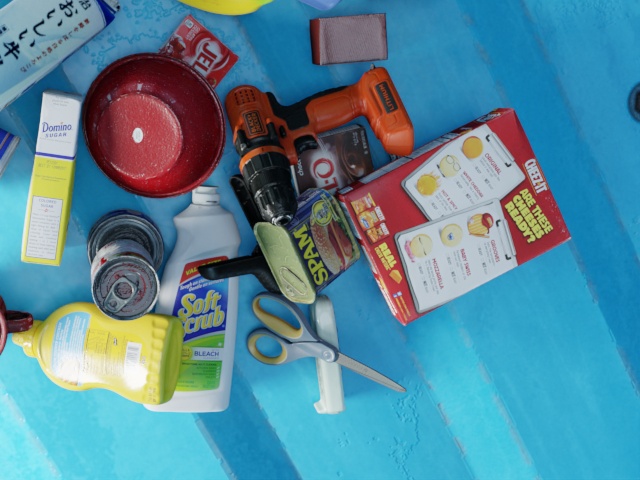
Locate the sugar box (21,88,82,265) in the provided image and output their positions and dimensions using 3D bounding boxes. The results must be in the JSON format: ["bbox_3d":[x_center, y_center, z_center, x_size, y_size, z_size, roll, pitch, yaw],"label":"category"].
[{"bbox_3d":[-0.282,-0.069,1.126,0.048,0.093,0.176,10,99,-14],"label":"sugar box"}]

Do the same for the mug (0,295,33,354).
[{"bbox_3d":[-0.368,0.088,1.143,0.117,0.081,0.093,-5,101,-11],"label":"mug"}]

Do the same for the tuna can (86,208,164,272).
[{"bbox_3d":[-0.216,0.009,1.185,0.086,0.034,0.086,-2,101,-11],"label":"tuna can"}]

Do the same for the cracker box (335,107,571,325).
[{"bbox_3d":[0.145,-0.029,1.191,0.213,0.072,0.164,-28,102,-4],"label":"cracker box"}]

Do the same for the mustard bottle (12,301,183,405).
[{"bbox_3d":[-0.248,0.117,1.161,0.192,0.058,0.096,7,91,16],"label":"mustard bottle"}]

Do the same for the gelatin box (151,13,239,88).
[{"bbox_3d":[-0.144,-0.190,1.165,0.073,0.030,0.089,40,91,-16],"label":"gelatin box"}]

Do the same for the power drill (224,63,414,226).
[{"bbox_3d":[0.001,-0.108,1.144,0.187,0.184,0.057,-14,148,-8],"label":"power drill"}]

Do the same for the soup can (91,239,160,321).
[{"bbox_3d":[-0.206,0.039,1.121,0.068,0.102,0.068,-2,101,-12],"label":"soup can"}]

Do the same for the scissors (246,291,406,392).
[{"bbox_3d":[-0.005,0.138,1.217,0.202,0.016,0.096,39,118,8],"label":"scissors"}]

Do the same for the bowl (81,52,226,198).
[{"bbox_3d":[-0.184,-0.116,1.131,0.162,0.055,0.162,2,107,7],"label":"bowl"}]

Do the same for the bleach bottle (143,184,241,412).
[{"bbox_3d":[-0.143,0.063,1.198,0.102,0.068,0.251,2,98,-12],"label":"bleach bottle"}]

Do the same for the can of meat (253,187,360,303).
[{"bbox_3d":[-0.012,0.004,1.163,0.083,0.058,0.102,-38,114,-34],"label":"can of meat"}]

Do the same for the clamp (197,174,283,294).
[{"bbox_3d":[-0.058,0.001,1.188,0.171,0.039,0.120,21,84,-45],"label":"clamp"}]

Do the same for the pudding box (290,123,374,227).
[{"bbox_3d":[0.016,-0.068,1.216,0.090,0.039,0.113,-15,104,-9],"label":"pudding box"}]

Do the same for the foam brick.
[{"bbox_3d":[0.030,-0.223,1.184,0.078,0.053,0.051,-7,102,-12],"label":"foam brick"}]

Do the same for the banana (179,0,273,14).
[{"bbox_3d":[-0.143,-0.282,1.131,0.197,0.070,0.037,19,59,-7],"label":"banana"}]
